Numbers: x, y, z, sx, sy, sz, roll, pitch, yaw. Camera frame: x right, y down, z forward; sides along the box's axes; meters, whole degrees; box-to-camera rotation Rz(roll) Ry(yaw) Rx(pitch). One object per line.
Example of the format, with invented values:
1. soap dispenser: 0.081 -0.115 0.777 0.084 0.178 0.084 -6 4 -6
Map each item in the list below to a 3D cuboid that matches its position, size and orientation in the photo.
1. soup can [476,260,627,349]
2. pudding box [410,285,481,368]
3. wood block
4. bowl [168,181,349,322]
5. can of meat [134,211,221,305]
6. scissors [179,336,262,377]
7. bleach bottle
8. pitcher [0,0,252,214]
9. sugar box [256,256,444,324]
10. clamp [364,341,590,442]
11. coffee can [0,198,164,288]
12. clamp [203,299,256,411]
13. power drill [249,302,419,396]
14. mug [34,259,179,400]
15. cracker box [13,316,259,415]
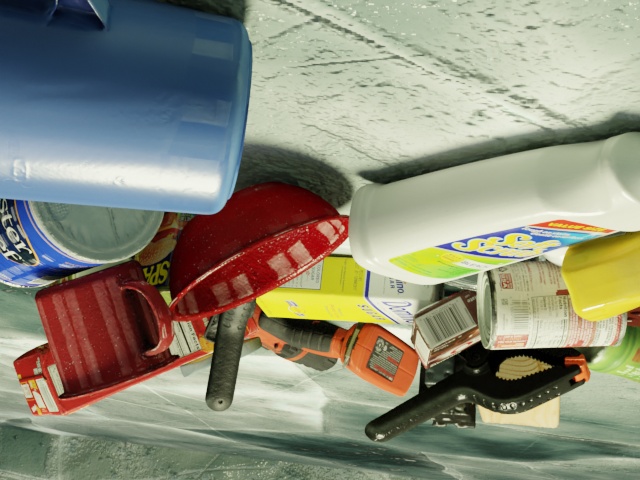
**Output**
1. soup can: 0.177 0.050 0.824 0.102 0.068 0.068 -2 163 -1
2. pudding box: 0.139 0.070 0.969 0.113 0.039 0.090 -24 162 -4
3. wood block: 0.215 0.139 1.151 0.090 0.091 0.206 3 162 13
4. bowl: -0.055 0.001 0.820 0.162 0.055 0.162 -26 167 -7
5. can of meat: -0.122 0.017 0.919 0.057 0.084 0.102 19 160 -32
6. scissors: -0.114 0.126 1.154 0.096 0.016 0.202 -20 178 -18
7. bleach bottle: 0.136 -0.025 0.713 0.102 0.068 0.251 17 159 -36
8. pitcher: -0.160 -0.088 0.554 0.242 0.145 0.149 7 -177 -11
9. sugar box: 0.027 0.049 1.020 0.176 0.048 0.093 5 162 13
10. clamp: 0.149 0.113 1.019 0.210 0.164 0.036 -9 138 23
11. coffee can: -0.192 -0.024 0.787 0.102 0.103 0.141 19 160 -33
12. clamp: -0.080 0.055 0.967 0.039 0.171 0.120 10 -161 -19
13. power drill: 0.011 0.117 1.160 0.188 0.057 0.184 10 164 41
14. mug: -0.152 0.061 0.780 0.117 0.081 0.093 -16 -177 43
15. cracker box: -0.193 0.108 1.093 0.213 0.072 0.164 -22 180 -25
